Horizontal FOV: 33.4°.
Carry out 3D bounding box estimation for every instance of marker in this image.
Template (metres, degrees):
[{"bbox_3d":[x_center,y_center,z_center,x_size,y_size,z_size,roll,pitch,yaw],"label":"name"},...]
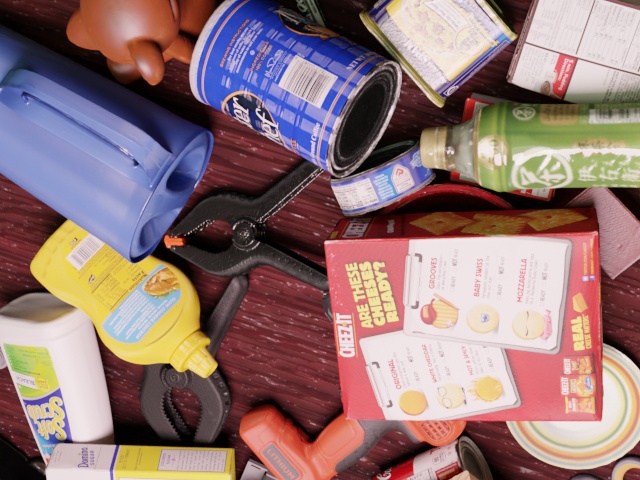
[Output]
[{"bbox_3d":[-0.017,-0.211,0.897,0.020,0.020,0.121,-21,104,20],"label":"marker"}]

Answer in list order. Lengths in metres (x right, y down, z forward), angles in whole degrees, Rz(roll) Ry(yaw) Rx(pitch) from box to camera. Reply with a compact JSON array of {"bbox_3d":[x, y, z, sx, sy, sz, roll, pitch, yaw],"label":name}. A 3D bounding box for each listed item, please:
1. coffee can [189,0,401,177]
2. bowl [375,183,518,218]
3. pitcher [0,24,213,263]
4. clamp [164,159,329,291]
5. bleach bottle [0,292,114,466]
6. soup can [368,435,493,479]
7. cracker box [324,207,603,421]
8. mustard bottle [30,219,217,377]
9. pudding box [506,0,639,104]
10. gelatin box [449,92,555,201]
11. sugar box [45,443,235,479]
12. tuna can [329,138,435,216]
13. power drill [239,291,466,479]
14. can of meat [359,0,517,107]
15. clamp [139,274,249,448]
[{"bbox_3d":[-0.020,-0.128,0.864,0.140,0.102,0.103,30,115,19],"label":"coffee can"},{"bbox_3d":[0.116,0.020,0.933,0.162,0.055,0.162,5,111,12],"label":"bowl"},{"bbox_3d":[-0.225,-0.098,0.924,0.243,0.144,0.149,30,122,5],"label":"pitcher"},{"bbox_3d":[-0.056,0.001,0.968,0.172,0.039,0.120,-16,82,21],"label":"clamp"},{"bbox_3d":[-0.247,0.178,1.068,0.103,0.068,0.251,3,116,33],"label":"bleach bottle"},{"bbox_3d":[0.105,0.235,1.010,0.102,0.068,0.068,-30,101,21],"label":"soup can"},{"bbox_3d":[0.121,0.061,0.878,0.214,0.072,0.164,-2,109,15],"label":"cracker box"},{"bbox_3d":[-0.168,0.056,0.978,0.192,0.058,0.096,41,78,13],"label":"mustard bottle"},{"bbox_3d":[0.216,-0.154,0.853,0.113,0.039,0.090,17,114,4],"label":"pudding box"},{"bbox_3d":[0.160,-0.079,0.899,0.089,0.030,0.073,13,111,9],"label":"gelatin box"},{"bbox_3d":[-0.172,0.246,1.039,0.176,0.048,0.093,3,120,2],"label":"sugar box"},{"bbox_3d":[0.052,-0.054,0.904,0.086,0.086,0.034,-20,103,19],"label":"tuna can"},{"bbox_3d":[0.016,0.149,1.004,0.188,0.057,0.184,-36,98,23],"label":"power drill"},{"bbox_3d":[0.097,-0.175,0.864,0.084,0.057,0.102,-40,97,21],"label":"can of meat"},{"bbox_3d":[-0.147,0.123,1.045,0.165,0.036,0.210,4,107,14],"label":"clamp"}]
